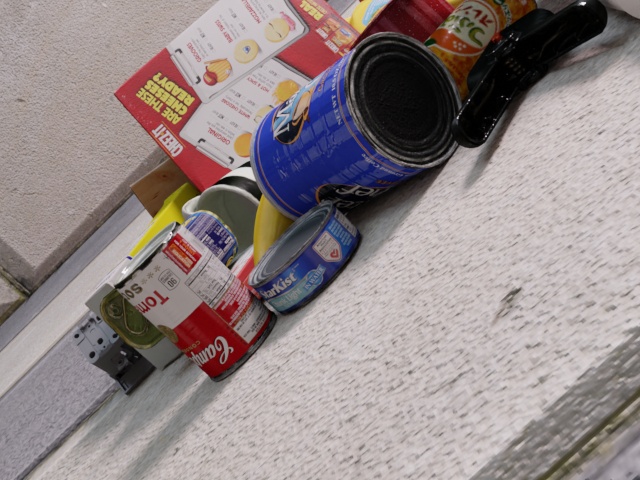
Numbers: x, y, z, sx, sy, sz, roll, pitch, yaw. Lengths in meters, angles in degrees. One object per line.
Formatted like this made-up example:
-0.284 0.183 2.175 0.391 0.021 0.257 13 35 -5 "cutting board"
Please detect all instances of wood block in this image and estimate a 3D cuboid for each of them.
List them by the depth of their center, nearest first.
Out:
-0.090 -0.084 1.133 0.206 0.090 0.091 -36 8 -1 "wood block"

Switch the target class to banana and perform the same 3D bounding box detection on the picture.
-0.016 -0.038 0.884 0.037 0.069 0.197 -19 25 37 "banana"

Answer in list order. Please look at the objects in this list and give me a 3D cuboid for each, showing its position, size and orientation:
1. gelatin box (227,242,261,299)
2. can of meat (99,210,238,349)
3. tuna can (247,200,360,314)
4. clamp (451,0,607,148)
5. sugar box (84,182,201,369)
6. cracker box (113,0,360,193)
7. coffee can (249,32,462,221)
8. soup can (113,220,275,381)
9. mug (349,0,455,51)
-0.069 0.039 0.892 0.089 0.030 0.073 -34 15 46 "gelatin box"
-0.122 0.030 0.883 0.102 0.057 0.083 -39 10 30 "can of meat"
-0.011 0.013 0.777 0.086 0.033 0.086 -43 13 11 "tuna can"
0.128 -0.115 0.729 0.120 0.039 0.171 -39 7 6 "clamp"
-0.136 0.029 0.995 0.048 0.093 0.176 -39 14 34 "sugar box"
-0.067 -0.151 1.048 0.213 0.164 0.072 -42 -23 -2 "cracker box"
0.024 -0.080 0.801 0.141 0.102 0.102 -27 22 54 "coffee can"
-0.091 0.044 0.778 0.068 0.102 0.068 -42 13 12 "soup can"
0.086 -0.173 0.932 0.093 0.081 0.117 -47 3 7 "mug"
